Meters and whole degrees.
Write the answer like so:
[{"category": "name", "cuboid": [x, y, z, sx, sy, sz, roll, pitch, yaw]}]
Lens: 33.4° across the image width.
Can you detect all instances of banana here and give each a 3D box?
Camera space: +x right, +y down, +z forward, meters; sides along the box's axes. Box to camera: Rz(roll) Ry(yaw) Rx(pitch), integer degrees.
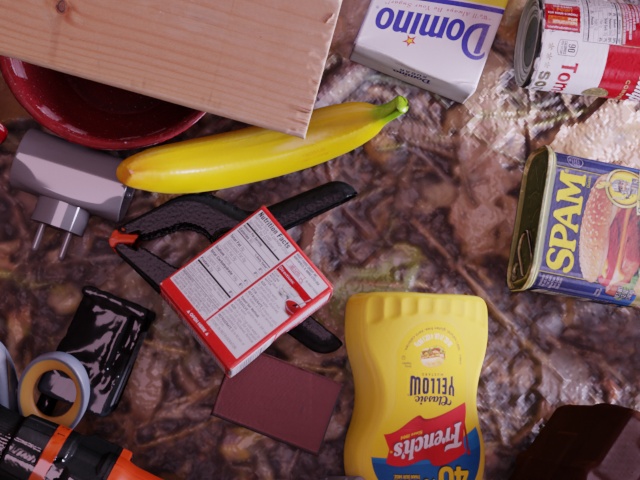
[{"category": "banana", "cuboid": [-0.041, -0.065, 0.726, 0.197, 0.070, 0.037, -17, 73, -9]}]

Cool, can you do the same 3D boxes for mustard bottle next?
[{"category": "mustard bottle", "cuboid": [0.063, 0.131, 0.718, 0.096, 0.058, 0.191, 4, 84, -21]}]

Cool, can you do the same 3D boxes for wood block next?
[{"category": "wood block", "cuboid": [-0.095, -0.140, 0.651, 0.206, 0.090, 0.091, 16, 110, -2]}]

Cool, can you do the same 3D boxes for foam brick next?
[{"category": "foam brick", "cuboid": [-0.030, 0.106, 0.718, 0.078, 0.053, 0.051, 21, 83, -1]}]

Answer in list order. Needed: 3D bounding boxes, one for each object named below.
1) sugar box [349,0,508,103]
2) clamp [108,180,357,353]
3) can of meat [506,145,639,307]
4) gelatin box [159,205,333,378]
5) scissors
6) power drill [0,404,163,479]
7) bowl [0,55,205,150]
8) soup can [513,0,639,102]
[{"category": "sugar box", "cuboid": [0.094, -0.197, 0.763, 0.093, 0.048, 0.176, 20, 82, -2]}, {"category": "clamp", "cuboid": [-0.055, 0.001, 0.736, 0.171, 0.039, 0.120, 16, 72, -5]}, {"category": "can of meat", "cuboid": [0.183, -0.007, 0.744, 0.084, 0.057, 0.102, 11, 84, -6]}, {"category": "gelatin box", "cuboid": [-0.047, 0.033, 0.691, 0.089, 0.030, 0.073, -38, 78, -16]}, {"category": "scissors", "cuboid": [-0.177, 0.146, 0.673, 0.096, 0.016, 0.202, -9, 111, 8]}, {"category": "power drill", "cuboid": [-0.178, 0.195, 0.653, 0.184, 0.057, 0.188, 27, 114, -1]}, {"category": "bowl", "cuboid": [-0.137, -0.137, 0.735, 0.162, 0.055, 0.162, 0, 84, -4]}, {"category": "soup can", "cuboid": [0.194, -0.135, 0.753, 0.102, 0.068, 0.068, 6, 83, -3]}]
